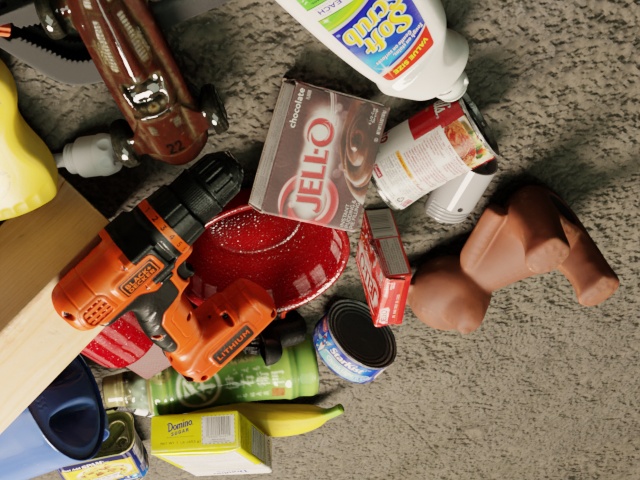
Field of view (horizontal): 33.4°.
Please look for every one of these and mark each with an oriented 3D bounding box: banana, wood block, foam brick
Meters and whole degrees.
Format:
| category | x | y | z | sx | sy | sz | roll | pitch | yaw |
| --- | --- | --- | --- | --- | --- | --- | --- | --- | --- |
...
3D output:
| category | x | y | z | sx | sy | sz | roll | pitch | yaw |
| --- | --- | --- | --- | --- | --- | --- | --- | --- | --- |
| banana | -0.076 | 0.195 | 1.215 | 0.197 | 0.037 | 0.070 | 7 | 133 | -22 |
| wood block | -0.250 | 0.057 | 0.894 | 0.206 | 0.091 | 0.090 | -46 | 145 | -7 |
| foam brick | -0.162 | 0.092 | 1.060 | 0.078 | 0.051 | 0.053 | -29 | 137 | 17 |

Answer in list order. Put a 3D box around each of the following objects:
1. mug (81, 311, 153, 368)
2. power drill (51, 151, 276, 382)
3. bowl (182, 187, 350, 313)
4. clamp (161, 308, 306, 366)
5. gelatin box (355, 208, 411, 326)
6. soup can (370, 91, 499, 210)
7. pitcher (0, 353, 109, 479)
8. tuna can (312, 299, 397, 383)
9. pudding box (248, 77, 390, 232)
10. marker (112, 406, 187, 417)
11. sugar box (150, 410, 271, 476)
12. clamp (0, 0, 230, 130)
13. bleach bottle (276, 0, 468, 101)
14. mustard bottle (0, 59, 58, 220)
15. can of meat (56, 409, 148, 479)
| category | x | y | z | sx | sy | sz | roll | pitch | yaw |
| --- | --- | --- | --- | --- | --- | --- | --- | --- | --- |
| mug | -0.196 | 0.059 | 0.996 | 0.117 | 0.093 | 0.081 | -54 | 142 | -9 |
| power drill | -0.109 | 0.029 | 0.890 | 0.184 | 0.057 | 0.187 | -41 | 142 | -2 |
| bowl | -0.056 | 0.001 | 0.983 | 0.162 | 0.055 | 0.162 | -8 | 139 | -7 |
| clamp | -0.074 | 0.093 | 1.037 | 0.120 | 0.039 | 0.171 | 6 | -175 | 15 |
| gelatin box | 0.059 | 0.026 | 1.017 | 0.030 | 0.089 | 0.073 | -5 | 139 | -11 |
| soup can | 0.094 | -0.078 | 0.926 | 0.102 | 0.068 | 0.068 | -30 | 137 | 19 |
| pitcher | -0.344 | 0.199 | 1.079 | 0.243 | 0.145 | 0.149 | -23 | 104 | 16 |
| tuna can | 0.035 | 0.105 | 1.105 | 0.086 | 0.086 | 0.034 | 16 | 133 | -31 |
| pudding box | -0.002 | -0.070 | 0.890 | 0.089 | 0.039 | 0.113 | 11 | 97 | -28 |
| marker | -0.179 | 0.191 | 1.194 | 0.120 | 0.020 | 0.020 | 17 | 131 | -31 |
| sugar box | -0.112 | 0.219 | 1.141 | 0.093 | 0.048 | 0.176 | -4 | 162 | 7 |
| clamp | -0.144 | -0.146 | 0.803 | 0.209 | 0.036 | 0.165 | -3 | 138 | -19 |
| bleach bottle | 0.047 | -0.176 | 0.796 | 0.103 | 0.068 | 0.250 | -33 | 143 | 21 |
| mustard bottle | -0.273 | -0.097 | 0.804 | 0.096 | 0.058 | 0.191 | -11 | 138 | 2 |
| can of meat | -0.250 | 0.240 | 1.202 | 0.102 | 0.057 | 0.084 | -12 | 142 | -1 |
